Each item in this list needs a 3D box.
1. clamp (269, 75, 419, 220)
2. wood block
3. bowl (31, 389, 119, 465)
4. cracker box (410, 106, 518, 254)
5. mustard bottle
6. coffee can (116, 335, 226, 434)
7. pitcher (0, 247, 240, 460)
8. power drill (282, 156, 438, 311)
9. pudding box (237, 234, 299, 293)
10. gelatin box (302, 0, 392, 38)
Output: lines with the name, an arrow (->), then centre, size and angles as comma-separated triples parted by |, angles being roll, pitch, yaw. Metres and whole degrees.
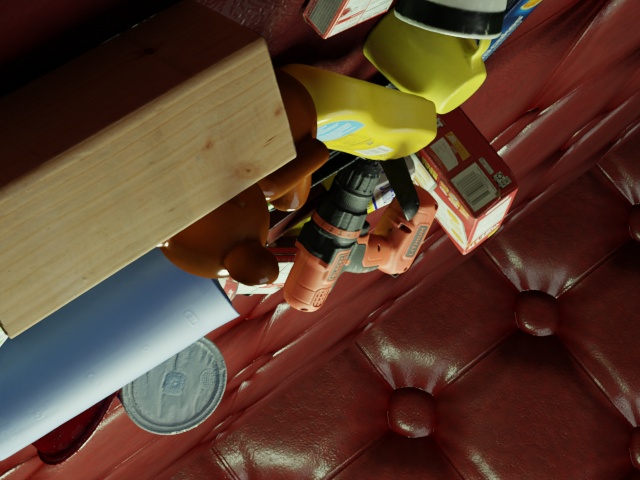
clamp -> 0.055, -0.093, 1.019 | 0.209, 0.165, 0.036 | -54, 139, -32
wood block -> -0.128, -0.049, 0.628 | 0.205, 0.091, 0.090 | -34, 134, -21
bowl -> -0.242, 0.123, 0.994 | 0.162, 0.055, 0.162 | -37, -145, 33
cracker box -> 0.154, -0.084, 1.273 | 0.072, 0.164, 0.213 | -36, 169, -3
mustard bottle -> 0.006, -0.108, 0.892 | 0.096, 0.058, 0.191 | -5, 173, 42
coffee can -> -0.164, 0.115, 1.044 | 0.102, 0.102, 0.140 | -36, -153, -13
pitcher -> -0.202, 0.066, 0.875 | 0.243, 0.149, 0.145 | -35, -176, -4
power drill -> 0.050, -0.017, 1.145 | 0.187, 0.057, 0.185 | -10, 134, -52
pudding box -> -0.067, 0.027, 1.195 | 0.089, 0.039, 0.114 | 1, 157, -34
gelatin box -> 0.034, -0.196, 0.789 | 0.073, 0.030, 0.089 | -32, 168, -35
